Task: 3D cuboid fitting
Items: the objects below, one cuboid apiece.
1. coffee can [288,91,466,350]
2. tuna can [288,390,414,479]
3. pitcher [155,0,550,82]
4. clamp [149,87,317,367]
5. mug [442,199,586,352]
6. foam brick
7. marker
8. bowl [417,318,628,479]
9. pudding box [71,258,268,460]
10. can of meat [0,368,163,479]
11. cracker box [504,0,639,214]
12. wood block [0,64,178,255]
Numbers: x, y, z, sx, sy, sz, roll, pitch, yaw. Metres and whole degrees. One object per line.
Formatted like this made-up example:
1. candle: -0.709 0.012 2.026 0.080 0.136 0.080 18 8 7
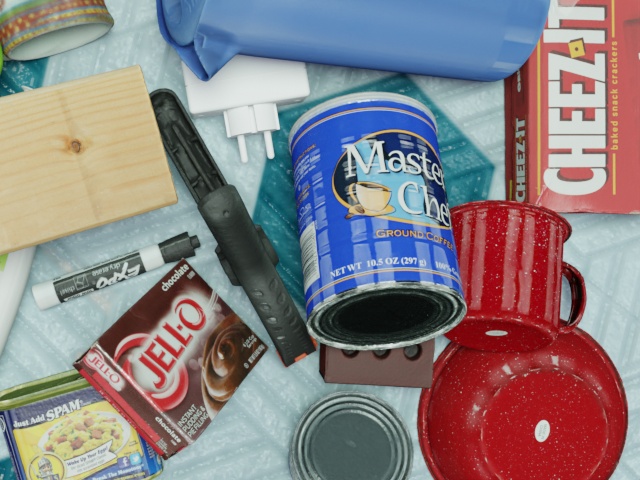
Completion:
1. coffee can: 0.035 -0.012 0.703 0.102 0.103 0.140 -3 63 -6
2. tuna can: 0.021 0.151 0.752 0.086 0.034 0.086 3 66 -7
3. pitcher: 0.024 -0.183 0.688 0.242 0.145 0.149 5 133 -25
4. clamp: -0.055 0.001 0.716 0.036 0.165 0.210 -29 132 -4
5. mug: 0.134 0.031 0.738 0.117 0.093 0.081 18 66 -24
6. foam brick: 0.040 0.074 0.758 0.078 0.051 0.053 3 91 -6
7. marker: -0.143 0.020 0.755 0.121 0.020 0.020 -20 93 -5
8. bowl: 0.154 0.134 0.770 0.162 0.055 0.162 0 91 -6
9. pudding box: -0.098 0.078 0.718 0.090 0.113 0.039 48 127 -6
10. can of meat: -0.166 0.134 0.737 0.102 0.057 0.084 -16 95 -5
11. cracker box: 0.244 -0.101 0.764 0.213 0.072 0.164 -1 91 -5
12. wood block: -0.205 -0.036 0.655 0.205 0.090 0.091 -17 96 -20
